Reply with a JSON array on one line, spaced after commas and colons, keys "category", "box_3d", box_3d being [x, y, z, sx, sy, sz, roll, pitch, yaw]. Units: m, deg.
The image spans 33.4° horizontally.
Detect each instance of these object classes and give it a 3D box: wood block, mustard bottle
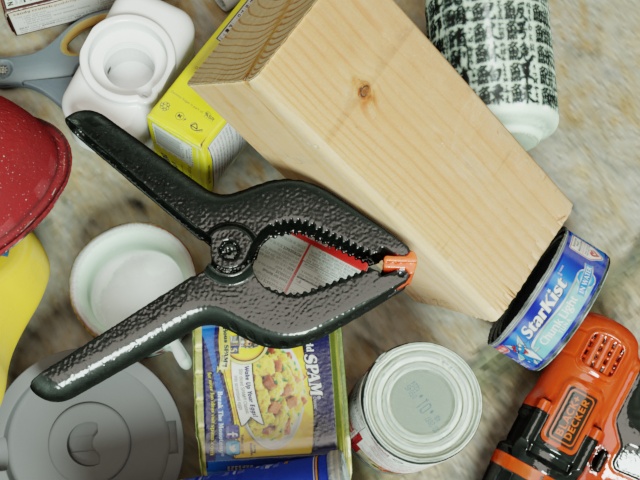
[{"category": "wood block", "box_3d": [0.039, -0.054, 0.614, 0.206, 0.090, 0.090, 44, 75, -26]}, {"category": "mustard bottle", "box_3d": [-0.208, 0.035, 0.614, 0.096, 0.058, 0.191, -10, 42, 19]}]

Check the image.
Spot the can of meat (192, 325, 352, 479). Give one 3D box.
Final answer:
[{"category": "can of meat", "box_3d": [-0.028, 0.086, 0.604, 0.084, 0.057, 0.102, -4, 69, -2]}]

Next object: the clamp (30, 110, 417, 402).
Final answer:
[{"category": "clamp", "box_3d": [-0.054, 0.001, 0.587, 0.210, 0.036, 0.164, -4, 75, 0]}]

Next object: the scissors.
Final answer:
[{"category": "scissors", "box_3d": [-0.193, -0.094, 0.696, 0.201, 0.016, 0.096, -20, 77, -9]}]

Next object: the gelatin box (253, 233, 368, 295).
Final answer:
[{"category": "gelatin box", "box_3d": [-0.022, 0.037, 0.666, 0.073, 0.030, 0.089, 27, 78, 3]}]

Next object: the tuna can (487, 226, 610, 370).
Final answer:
[{"category": "tuna can", "box_3d": [0.138, 0.036, 0.648, 0.034, 0.086, 0.086, 32, 75, 3]}]

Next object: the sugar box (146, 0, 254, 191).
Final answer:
[{"category": "sugar box", "box_3d": [-0.038, -0.118, 0.673, 0.048, 0.093, 0.176, 32, 75, 5]}]

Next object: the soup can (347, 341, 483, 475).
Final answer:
[{"category": "soup can", "box_3d": [0.051, 0.099, 0.617, 0.068, 0.102, 0.068, 1, 75, -4]}]

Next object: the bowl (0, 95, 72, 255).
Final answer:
[{"category": "bowl", "box_3d": [-0.229, -0.042, 0.616, 0.162, 0.055, 0.162, -10, 42, 9]}]

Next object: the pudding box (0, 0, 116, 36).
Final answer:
[{"category": "pudding box", "box_3d": [-0.165, -0.196, 0.714, 0.113, 0.039, 0.090, -17, 77, -6]}]
